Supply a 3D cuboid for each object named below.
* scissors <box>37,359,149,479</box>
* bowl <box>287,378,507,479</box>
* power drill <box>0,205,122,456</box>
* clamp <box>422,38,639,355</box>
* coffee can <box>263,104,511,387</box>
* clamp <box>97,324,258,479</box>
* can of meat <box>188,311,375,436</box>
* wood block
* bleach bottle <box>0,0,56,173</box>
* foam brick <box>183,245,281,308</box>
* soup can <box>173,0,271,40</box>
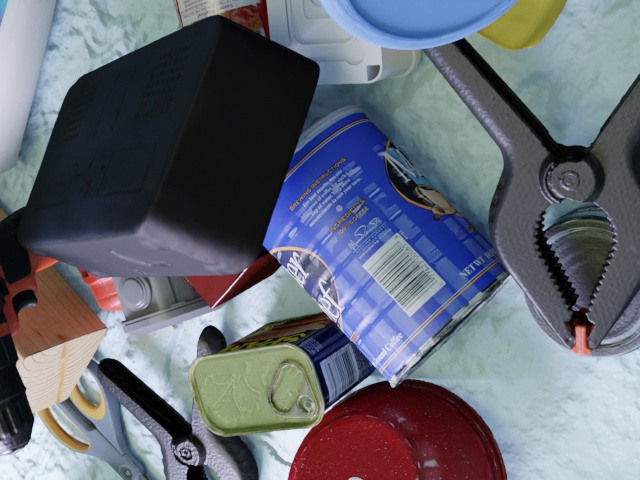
[{"bbox_3d":[-0.154,0.168,0.866,0.202,0.016,0.096,31,119,20],"label":"scissors"},{"bbox_3d":[0.034,0.161,0.675,0.162,0.055,0.162,-13,64,28],"label":"bowl"},{"bbox_3d":[-0.197,0.037,0.749,0.057,0.187,0.184,-19,93,33],"label":"power drill"},{"bbox_3d":[0.124,-0.042,0.566,0.165,0.036,0.210,7,112,20],"label":"clamp"},{"bbox_3d":[0.033,0.003,0.645,0.140,0.102,0.103,47,123,11],"label":"coffee can"},{"bbox_3d":[-0.104,0.150,0.815,0.120,0.039,0.171,-8,101,35],"label":"clamp"},{"bbox_3d":[-0.022,0.086,0.717,0.102,0.083,0.057,-13,98,34],"label":"can of meat"},{"bbox_3d":[-0.278,0.037,0.849,0.206,0.090,0.091,44,120,17],"label":"wood block"},{"bbox_3d":[-0.245,-0.177,0.789,0.103,0.068,0.251,32,117,19],"label":"bleach bottle"},{"bbox_3d":[-0.055,0.001,0.715,0.051,0.078,0.053,48,123,9],"label":"foam brick"},{"bbox_3d":[-0.063,-0.167,0.674,0.069,0.068,0.102,-11,99,34],"label":"soup can"}]
